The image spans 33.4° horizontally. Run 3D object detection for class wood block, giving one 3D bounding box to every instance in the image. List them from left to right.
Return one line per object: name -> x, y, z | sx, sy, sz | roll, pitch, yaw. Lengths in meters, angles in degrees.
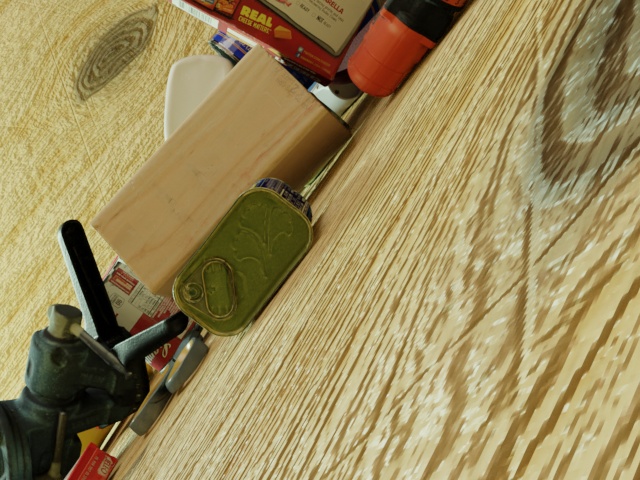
wood block -> -0.083, -0.054, 0.910 | 0.206, 0.090, 0.090 | -46, -16, 6

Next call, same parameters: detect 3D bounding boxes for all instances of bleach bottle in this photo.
bleach bottle -> -0.082, -0.099, 1.094 | 0.250, 0.068, 0.102 | 38, -125, -71

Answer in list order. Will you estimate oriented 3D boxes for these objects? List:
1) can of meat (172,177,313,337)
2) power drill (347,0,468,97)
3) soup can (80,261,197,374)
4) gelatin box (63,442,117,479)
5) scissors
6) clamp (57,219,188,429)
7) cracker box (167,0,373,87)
can of meat -> -0.050, 0.008, 0.735 | 0.102, 0.057, 0.084 | -52, 5, 10
power drill -> 0.096, -0.220, 0.863 | 0.185, 0.057, 0.187 | -51, 8, 32
soup can -> -0.179, 0.076, 1.061 | 0.068, 0.102, 0.068 | -52, 7, 9
gelatin box -> -0.203, 0.215, 0.848 | 0.089, 0.030, 0.073 | -52, 6, 22
scissors -> -0.102, 0.081, 0.892 | 0.096, 0.016, 0.201 | -45, 11, 41
clamp -> -0.198, 0.090, 0.997 | 0.036, 0.165, 0.210 | -26, -31, -41
cracker box -> -0.015, -0.266, 0.931 | 0.214, 0.164, 0.072 | -63, 6, -1
